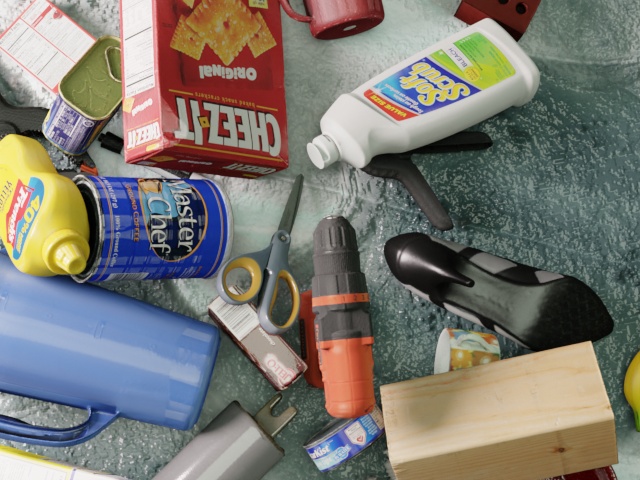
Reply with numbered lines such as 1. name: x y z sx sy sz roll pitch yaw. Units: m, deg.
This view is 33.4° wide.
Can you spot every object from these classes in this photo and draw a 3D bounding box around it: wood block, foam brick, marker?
1. wood block: 0.170 0.177 1.025 0.206 0.091 0.090 -13 47 8
2. foam brick: 0.194 -0.256 1.165 0.078 0.051 0.053 28 81 -1
3. marker: -0.178 -0.083 1.123 0.121 0.020 0.020 26 80 -1

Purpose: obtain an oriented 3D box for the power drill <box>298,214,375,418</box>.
1. power drill: 0.012 0.076 1.032 0.057 0.188 0.184 -3 84 -4

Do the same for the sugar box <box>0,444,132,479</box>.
1. sugar box: -0.254 0.258 1.018 0.176 0.048 0.093 9 81 22

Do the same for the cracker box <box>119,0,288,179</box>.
1. cracker box: -0.115 -0.179 1.077 0.163 0.072 0.214 4 78 -43

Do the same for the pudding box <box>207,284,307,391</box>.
1. pudding box: -0.064 0.100 1.071 0.039 0.090 0.113 -39 86 -11

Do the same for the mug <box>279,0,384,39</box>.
1. mug: 0.011 -0.261 1.128 0.117 0.093 0.081 -12 88 -26

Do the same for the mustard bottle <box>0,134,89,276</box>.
1. mustard bottle: -0.263 -0.021 0.999 0.058 0.192 0.096 15 108 -42

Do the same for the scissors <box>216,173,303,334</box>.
1. scissors: -0.057 0.001 1.069 0.096 0.016 0.201 16 52 -24

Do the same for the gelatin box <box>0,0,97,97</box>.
1. gelatin box: -0.285 -0.204 1.126 0.089 0.030 0.073 39 82 1

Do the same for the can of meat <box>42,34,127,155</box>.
1. can of meat: -0.230 -0.145 1.078 0.057 0.084 0.102 36 54 -9

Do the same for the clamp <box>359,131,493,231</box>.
1. clamp: 0.098 -0.100 1.141 0.171 0.039 0.120 36 67 3

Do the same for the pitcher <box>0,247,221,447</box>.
1. pitcher: -0.228 0.114 1.036 0.242 0.145 0.149 16 108 -6

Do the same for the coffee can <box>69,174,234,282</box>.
1. coffee can: -0.170 -0.011 1.044 0.140 0.103 0.103 -1 81 -35

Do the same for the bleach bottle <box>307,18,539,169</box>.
1. bleach bottle: 0.101 -0.137 1.105 0.250 0.068 0.103 -30 71 -20

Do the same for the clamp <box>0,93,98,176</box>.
1. clamp: -0.334 -0.096 1.101 0.210 0.036 0.164 28 79 -3

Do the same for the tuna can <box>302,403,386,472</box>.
1. tuna can: 0.027 0.195 1.068 0.086 0.086 0.034 -34 88 -9
